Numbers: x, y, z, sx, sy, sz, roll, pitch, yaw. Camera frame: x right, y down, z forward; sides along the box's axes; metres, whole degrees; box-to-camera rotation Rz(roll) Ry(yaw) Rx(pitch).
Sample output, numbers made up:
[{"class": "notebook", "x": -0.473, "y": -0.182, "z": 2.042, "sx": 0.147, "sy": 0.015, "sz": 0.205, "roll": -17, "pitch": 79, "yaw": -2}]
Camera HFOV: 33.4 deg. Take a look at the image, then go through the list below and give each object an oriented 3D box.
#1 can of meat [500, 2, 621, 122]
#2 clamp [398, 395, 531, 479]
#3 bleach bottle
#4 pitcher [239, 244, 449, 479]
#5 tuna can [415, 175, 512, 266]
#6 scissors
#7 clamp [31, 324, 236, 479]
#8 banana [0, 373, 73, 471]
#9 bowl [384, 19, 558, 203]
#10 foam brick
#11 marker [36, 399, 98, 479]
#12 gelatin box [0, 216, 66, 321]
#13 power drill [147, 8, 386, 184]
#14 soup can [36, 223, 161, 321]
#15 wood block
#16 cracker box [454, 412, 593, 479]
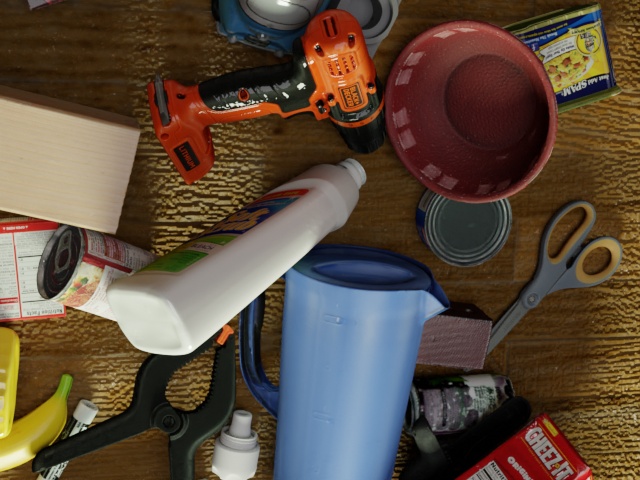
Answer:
[{"class": "can of meat", "x": 0.214, "y": -0.163, "z": 0.972, "sx": 0.102, "sy": 0.057, "sz": 0.084, "roll": -18, "pitch": 105, "yaw": -7}, {"class": "clamp", "x": 0.112, "y": 0.205, "z": 1.003, "sx": 0.120, "sy": 0.039, "sz": 0.172, "roll": 5, "pitch": 134, "yaw": -28}, {"class": "bleach bottle", "x": -0.056, "y": 0.001, "z": 0.909, "sx": 0.250, "sy": 0.103, "sz": 0.068, "roll": -38, "pitch": 113, "yaw": -34}, {"class": "pitcher", "x": 0.012, "y": 0.129, "z": 0.972, "sx": 0.144, "sy": 0.149, "sz": 0.243, "roll": -1, "pitch": 107, "yaw": -28}, {"class": "tuna can", "x": 0.134, "y": -0.021, "z": 1.001, "sx": 0.086, "sy": 0.034, "sz": 0.086, "roll": -3, "pitch": 104, "yaw": -12}, {"class": "scissors", "x": 0.225, "y": 0.057, "z": 1.050, "sx": 0.096, "sy": 0.016, "sz": 0.202, "roll": 25, "pitch": 97, "yaw": -17}, {"class": "clamp", "x": -0.149, "y": 0.162, "z": 0.966, "sx": 0.164, "sy": 0.036, "sz": 0.210, "roll": 27, "pitch": 84, "yaw": -10}, {"class": "banana", "x": -0.312, "y": 0.177, "z": 0.954, "sx": 0.197, "sy": 0.037, "sz": 0.069, "roll": -14, "pitch": 76, "yaw": -12}, {"class": "bowl", "x": 0.139, "y": -0.117, "z": 0.943, "sx": 0.162, "sy": 0.055, "sz": 0.162, "roll": 11, "pitch": 113, "yaw": 27}, {"class": "foam brick", "x": 0.117, "y": 0.088, "z": 1.014, "sx": 0.078, "sy": 0.053, "sz": 0.051, "roll": 7, "pitch": 102, "yaw": -14}, {"class": "marker", "x": -0.241, "y": 0.202, "z": 0.982, "sx": 0.020, "sy": 0.020, "sz": 0.121, "roll": 28, "pitch": 96, "yaw": -17}, {"class": "gelatin box", "x": -0.262, "y": 0.025, "z": 0.929, "sx": 0.073, "sy": 0.030, "sz": 0.089, "roll": -5, "pitch": 104, "yaw": -13}, {"class": "power drill", "x": -0.039, "y": -0.108, "z": 0.901, "sx": 0.187, "sy": 0.057, "sz": 0.184, "roll": -18, "pitch": 152, "yaw": 4}, {"class": "soup can", "x": -0.180, "y": 0.032, "z": 0.912, "sx": 0.102, "sy": 0.069, "sz": 0.068, "roll": 23, "pitch": 98, "yaw": -38}, {"class": "wood block", "x": -0.259, "y": -0.077, "z": 0.873, "sx": 0.206, "sy": 0.090, "sz": 0.091, "roll": 13, "pitch": 100, "yaw": -14}, {"class": "cracker box", "x": 0.149, "y": 0.258, "z": 1.001, "sx": 0.214, "sy": 0.164, "sz": 0.072, "roll": -37, "pitch": 67, "yaw": 2}]
